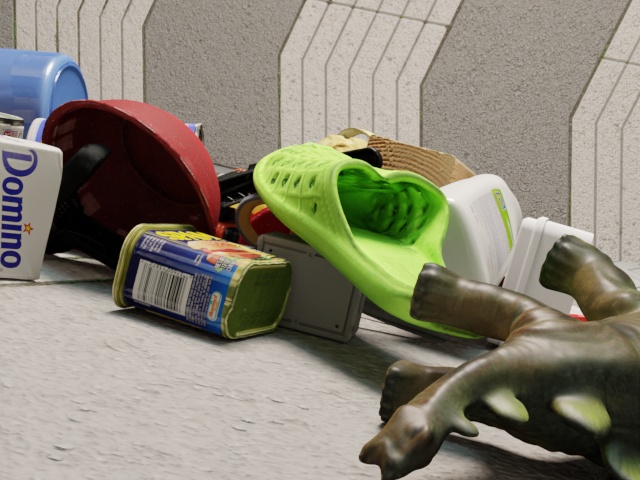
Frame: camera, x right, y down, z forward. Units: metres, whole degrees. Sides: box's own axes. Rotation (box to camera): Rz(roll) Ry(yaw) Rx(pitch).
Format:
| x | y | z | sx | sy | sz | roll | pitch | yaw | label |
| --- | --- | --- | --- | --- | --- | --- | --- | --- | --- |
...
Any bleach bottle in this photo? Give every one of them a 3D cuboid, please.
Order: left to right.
| x | y | z | sx | sy | sz | roll | pitch | yaw | label |
| --- | --- | --- | --- | --- | --- | --- | --- | --- | --- |
| 0.132 | -0.002 | 0.915 | 0.068 | 0.102 | 0.250 | -12 | 3 | 23 | bleach bottle |

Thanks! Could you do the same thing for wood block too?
| x | y | z | sx | sy | sz | roll | pitch | yaw | label |
| --- | --- | --- | --- | --- | --- | --- | --- | --- | --- |
| 0.105 | -0.034 | 1.069 | 0.090 | 0.091 | 0.205 | 17 | 0 | 20 | wood block |

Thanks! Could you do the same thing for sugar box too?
| x | y | z | sx | sy | sz | roll | pitch | yaw | label |
| --- | --- | --- | --- | --- | --- | --- | --- | --- | --- |
| -0.249 | -0.027 | 0.666 | 0.048 | 0.093 | 0.175 | 19 | 8 | 43 | sugar box |

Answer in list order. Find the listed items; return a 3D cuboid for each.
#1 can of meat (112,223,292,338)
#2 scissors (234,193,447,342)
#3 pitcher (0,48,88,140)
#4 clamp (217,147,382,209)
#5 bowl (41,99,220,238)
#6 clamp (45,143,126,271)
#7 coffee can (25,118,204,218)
| x | y | z | sx | sy | sz | roll | pitch | yaw | label |
| --- | --- | --- | --- | --- | --- | --- | --- | --- | --- |
| -0.075 | 0.027 | 0.712 | 0.084 | 0.057 | 0.102 | 17 | 6 | 19 | can of meat |
| 0.010 | 0.020 | 0.826 | 0.201 | 0.096 | 0.016 | 9 | 16 | -6 | scissors |
| -0.351 | -0.118 | 0.999 | 0.243 | 0.149 | 0.145 | 3 | -10 | 10 | pitcher |
| -0.058 | -0.055 | 1.007 | 0.164 | 0.036 | 0.210 | -14 | 6 | -25 | clamp |
| -0.131 | -0.048 | 0.807 | 0.162 | 0.162 | 0.055 | 16 | 44 | 28 | bowl |
| -0.197 | -0.029 | 0.804 | 0.172 | 0.120 | 0.039 | 12 | 37 | 28 | clamp |
| -0.172 | -0.051 | 0.911 | 0.140 | 0.103 | 0.103 | 1 | 6 | -2 | coffee can |
